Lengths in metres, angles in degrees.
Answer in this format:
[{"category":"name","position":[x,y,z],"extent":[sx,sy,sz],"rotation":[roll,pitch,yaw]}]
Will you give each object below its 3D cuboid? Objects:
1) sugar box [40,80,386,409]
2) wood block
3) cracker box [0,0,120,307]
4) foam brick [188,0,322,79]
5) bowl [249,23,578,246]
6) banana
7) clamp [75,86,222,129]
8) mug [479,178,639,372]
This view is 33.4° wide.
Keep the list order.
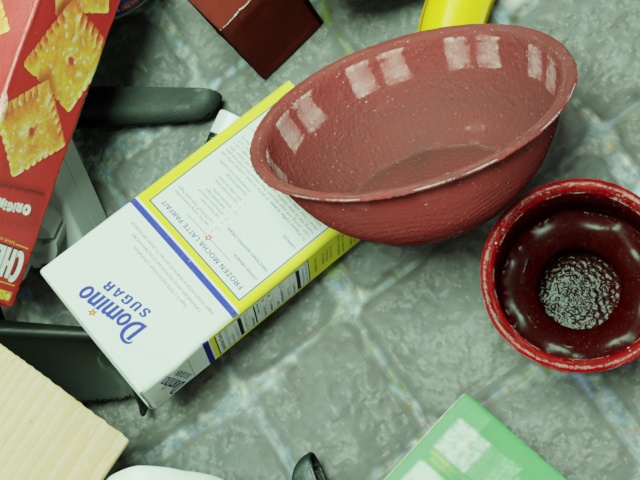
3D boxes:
[{"category":"sugar box","position":[-0.054,0.001,0.589],"extent":[0.176,0.048,0.093],"rotation":[-39,71,-10]},{"category":"wood block","position":[-0.200,0.158,0.533],"extent":[0.090,0.090,0.206],"rotation":[40,69,-16]},{"category":"cracker box","position":[-0.212,-0.090,0.583],"extent":[0.164,0.072,0.213],"rotation":[15,82,26]},{"category":"foam brick","position":[-0.042,-0.139,0.619],"extent":[0.051,0.078,0.053],"rotation":[-45,70,3]},{"category":"bowl","position":[0.049,-0.046,0.527],"extent":[0.162,0.055,0.162],"rotation":[-15,32,9]},{"category":"banana","position":[0.091,-0.126,0.606],"extent":[0.069,0.037,0.198],"rotation":[11,83,-3]},{"category":"clamp","position":[-0.174,-0.086,0.663],"extent":[0.210,0.036,0.165],"rotation":[-41,72,0]},{"category":"mug","position":[0.141,0.017,0.537],"extent":[0.117,0.081,0.093],"rotation":[-31,73,7]}]
